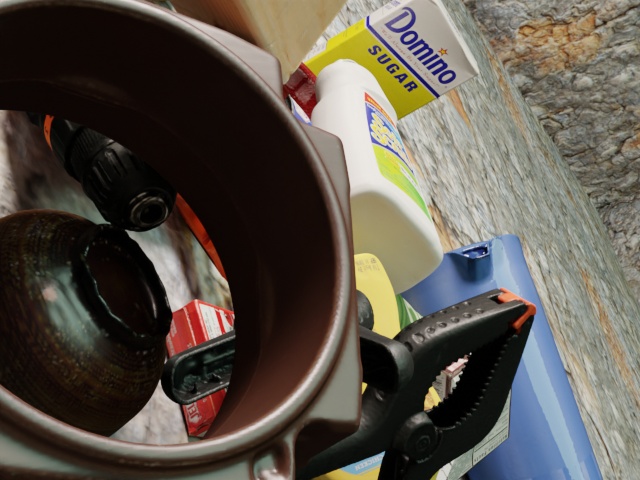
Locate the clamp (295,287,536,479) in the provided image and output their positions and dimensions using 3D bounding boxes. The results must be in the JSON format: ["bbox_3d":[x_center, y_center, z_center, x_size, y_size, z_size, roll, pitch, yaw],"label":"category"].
[{"bbox_3d":[0.049,0.116,0.606,0.036,0.210,0.164,33,-19,53],"label":"clamp"}]

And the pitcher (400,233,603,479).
[{"bbox_3d":[0.159,0.128,0.975,0.149,0.145,0.243,4,62,-55],"label":"pitcher"}]

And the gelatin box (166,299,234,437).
[{"bbox_3d":[-0.050,0.080,0.617,0.089,0.030,0.073,26,39,-56],"label":"gelatin box"}]

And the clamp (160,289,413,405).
[{"bbox_3d":[-0.021,0.052,0.572,0.171,0.120,0.039,-118,-151,-81],"label":"clamp"}]

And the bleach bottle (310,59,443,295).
[{"bbox_3d":[0.028,-0.072,0.820,0.102,0.068,0.251,42,23,-32],"label":"bleach bottle"}]

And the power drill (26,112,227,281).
[{"bbox_3d":[-0.085,-0.038,0.597,0.187,0.057,0.185,44,9,-49],"label":"power drill"}]

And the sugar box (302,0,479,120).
[{"bbox_3d":[0.045,-0.149,0.971,0.093,0.176,0.048,54,20,-20],"label":"sugar box"}]
